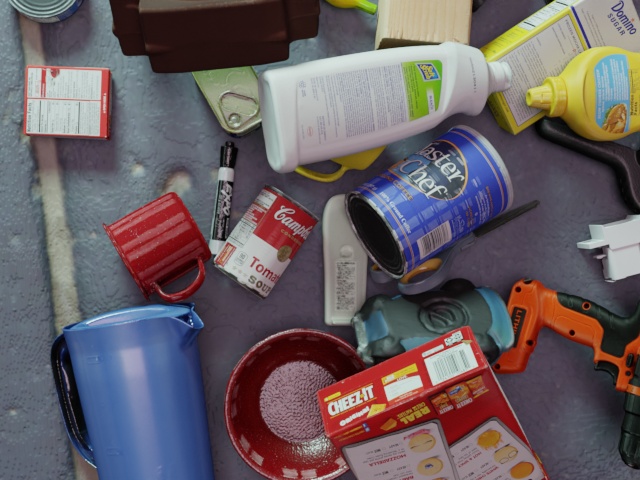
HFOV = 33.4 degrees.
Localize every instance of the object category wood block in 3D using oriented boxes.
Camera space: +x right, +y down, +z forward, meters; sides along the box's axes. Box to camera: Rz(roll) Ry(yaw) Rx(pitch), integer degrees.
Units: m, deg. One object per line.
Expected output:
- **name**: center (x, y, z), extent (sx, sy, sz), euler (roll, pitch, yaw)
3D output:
- **wood block**: center (0.113, -0.300, 1.114), extent (0.091, 0.090, 0.206), euler (5, 89, -2)

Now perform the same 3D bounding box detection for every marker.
- **marker**: center (-0.103, -0.045, 1.131), extent (0.020, 0.020, 0.121), euler (7, 88, -3)

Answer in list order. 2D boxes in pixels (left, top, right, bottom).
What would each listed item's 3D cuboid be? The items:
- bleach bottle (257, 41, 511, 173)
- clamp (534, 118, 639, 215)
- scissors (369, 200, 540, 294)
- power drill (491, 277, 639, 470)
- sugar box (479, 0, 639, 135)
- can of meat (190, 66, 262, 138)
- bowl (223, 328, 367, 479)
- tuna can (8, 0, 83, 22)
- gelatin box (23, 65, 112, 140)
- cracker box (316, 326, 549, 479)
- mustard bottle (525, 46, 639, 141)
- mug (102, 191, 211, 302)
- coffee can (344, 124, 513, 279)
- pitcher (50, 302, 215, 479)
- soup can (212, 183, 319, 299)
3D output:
- **bleach bottle**: center (0.069, -0.135, 1.043), extent (0.250, 0.068, 0.102), euler (-11, 101, -15)
- **clamp**: center (0.355, -0.100, 1.150), extent (0.164, 0.036, 0.210), euler (-42, 91, -6)
- **scissors**: center (0.150, 0.009, 1.114), extent (0.201, 0.096, 0.016), euler (-20, 115, -1)
- **power drill**: center (0.277, 0.125, 1.098), extent (0.188, 0.057, 0.184), euler (14, 88, 20)
- **sugar box**: center (0.251, -0.199, 1.127), extent (0.176, 0.048, 0.093), euler (-33, 117, -5)
- **can of meat**: center (-0.094, -0.157, 1.102), extent (0.057, 0.084, 0.102), euler (-30, 91, -4)
- **bowl**: center (-0.020, 0.171, 1.113), extent (0.162, 0.055, 0.162), euler (0, 89, -3)
- **tuna can**: center (-0.289, -0.272, 1.118), extent (0.086, 0.034, 0.086), euler (0, 89, -3)
- **gelatin box**: center (-0.265, -0.144, 1.119), extent (0.089, 0.030, 0.073), euler (2, 90, -3)
- **cracker box**: center (0.116, 0.200, 1.051), extent (0.164, 0.072, 0.213), euler (-26, 126, 8)
- **mustard bottle**: center (0.305, -0.151, 1.097), extent (0.191, 0.058, 0.096), euler (-4, 98, -10)
- **mug**: center (-0.159, 0.011, 1.087), extent (0.081, 0.093, 0.117), euler (-31, 59, -8)
- **coffee can**: center (0.110, -0.040, 1.088), extent (0.140, 0.103, 0.103), euler (-32, 91, -16)
- **pitcher**: center (-0.182, 0.188, 1.077), extent (0.144, 0.149, 0.243), euler (-10, 93, -18)
- **soup can**: center (-0.057, 0.001, 1.108), extent (0.068, 0.068, 0.102), euler (34, 87, -2)
